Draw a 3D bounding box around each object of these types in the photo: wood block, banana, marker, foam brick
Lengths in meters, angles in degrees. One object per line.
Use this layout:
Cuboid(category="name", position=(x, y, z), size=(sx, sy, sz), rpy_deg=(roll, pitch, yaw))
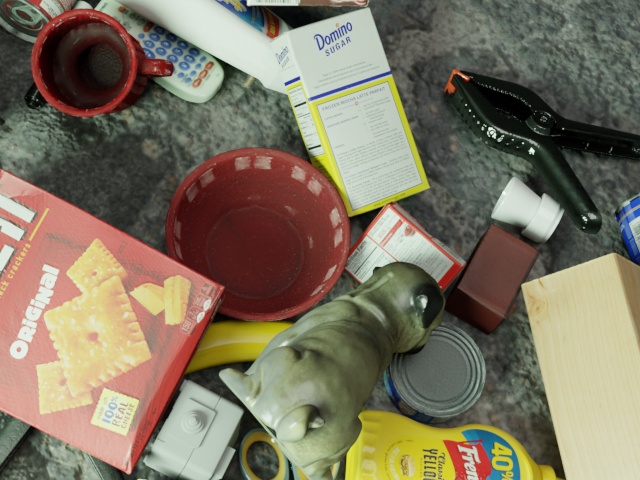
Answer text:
Cuboid(category="wood block", position=(0.250, 0.128, 0.909), size=(0.090, 0.091, 0.206), rpy_deg=(20, 55, -51))
Cuboid(category="banana", position=(-0.053, 0.100, 0.916), size=(0.197, 0.037, 0.069), rpy_deg=(10, 66, -5))
Cuboid(category="marker", position=(-0.247, -0.174, 1.007), size=(0.020, 0.020, 0.121), rpy_deg=(21, 66, -1))
Cuboid(category="foam brick", position=(0.154, 0.036, 0.969), size=(0.051, 0.053, 0.078), rpy_deg=(30, 65, 3))

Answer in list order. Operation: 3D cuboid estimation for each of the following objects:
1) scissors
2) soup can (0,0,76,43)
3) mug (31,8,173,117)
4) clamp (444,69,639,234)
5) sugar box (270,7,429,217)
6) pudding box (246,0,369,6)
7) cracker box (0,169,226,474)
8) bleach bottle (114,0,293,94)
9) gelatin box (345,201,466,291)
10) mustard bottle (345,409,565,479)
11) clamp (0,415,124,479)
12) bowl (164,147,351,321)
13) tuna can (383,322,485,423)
Cuboid(category="scissors", position=(-0.027, 0.237, 0.875), size=(0.096, 0.016, 0.201), rpy_deg=(8, 66, -4))
Cuboid(category="soup can", position=(-0.259, -0.246, 1.007), size=(0.068, 0.068, 0.102), rpy_deg=(23, 66, 0))
Cuboid(category="mug", position=(-0.190, -0.156, 0.958), size=(0.117, 0.081, 0.093), rpy_deg=(-1, 94, 3))
Cuboid(category="clamp", position=(0.208, -0.095, 1.022), size=(0.210, 0.036, 0.164), rpy_deg=(29, 44, 7))
Cuboid(category="sugar box", position=(0.027, -0.115, 0.977), size=(0.093, 0.048, 0.176), rpy_deg=(-21, 94, -25))
Cuboid(category="pudding box", position=(-0.014, -0.243, 0.991), size=(0.113, 0.039, 0.090), rpy_deg=(1, 23, -6))
Cuboid(category="cracker box", position=(-0.204, 0.060, 0.831), size=(0.213, 0.072, 0.164), rpy_deg=(29, 77, -7))
Cuboid(category="bleach bottle", position=(-0.089, -0.210, 1.018), size=(0.250, 0.068, 0.102), rpy_deg=(31, 28, -5))
Cuboid(category="gelatin box", position=(0.073, 0.020, 0.956), size=(0.089, 0.030, 0.073), rpy_deg=(41, 105, 9))
Cuboid(category="mustard bottle", position=(0.119, 0.201, 0.892), size=(0.191, 0.058, 0.096), rpy_deg=(8, 62, -7))
Cuboid(category="clamp", position=(-0.227, 0.134, 0.871), size=(0.120, 0.039, 0.171), rpy_deg=(-2, 68, -21))
Cuboid(category="bowl", position=(-0.056, 0.001, 0.944), size=(0.162, 0.055, 0.162), rpy_deg=(2, 69, -7))
Cuboid(category="tuna can", position=(0.099, 0.116, 0.936), size=(0.086, 0.034, 0.086), rpy_deg=(3, 67, -8))
